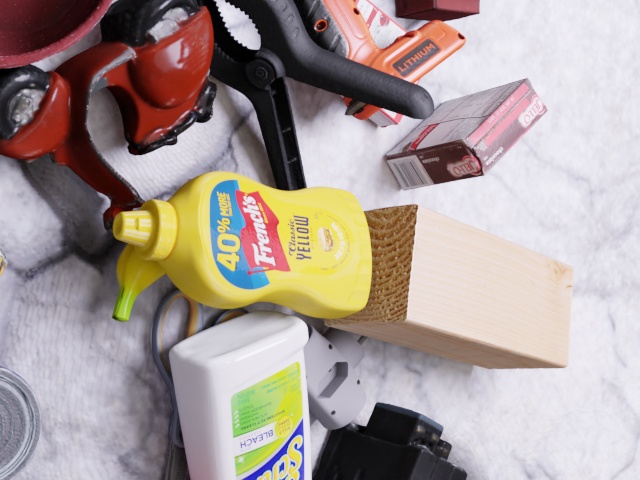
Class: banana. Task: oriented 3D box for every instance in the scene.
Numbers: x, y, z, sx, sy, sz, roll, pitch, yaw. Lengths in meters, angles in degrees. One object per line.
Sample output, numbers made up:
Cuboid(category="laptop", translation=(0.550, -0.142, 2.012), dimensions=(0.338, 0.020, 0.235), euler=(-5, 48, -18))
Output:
Cuboid(category="banana", translation=(-0.075, 0.009, 0.798), dimensions=(0.197, 0.037, 0.069), euler=(-11, 96, -35))

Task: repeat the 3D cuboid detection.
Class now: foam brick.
Cuboid(category="foam brick", translation=(0.098, -0.228, 0.903), dimensions=(0.051, 0.053, 0.078), euler=(-3, 93, -34))

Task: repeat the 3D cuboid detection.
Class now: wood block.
Cuboid(category="wood block", translation=(0.109, 0.044, 0.868), dimensions=(0.205, 0.090, 0.091), euler=(18, 72, -41))

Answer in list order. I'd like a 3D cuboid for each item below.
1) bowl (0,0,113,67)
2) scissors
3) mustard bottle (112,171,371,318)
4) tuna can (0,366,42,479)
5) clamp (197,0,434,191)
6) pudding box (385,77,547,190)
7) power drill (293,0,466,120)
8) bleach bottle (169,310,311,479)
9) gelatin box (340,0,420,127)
Cuboid(category="bowl", translation=(-0.199, -0.182, 0.678), dimensions=(0.162, 0.055, 0.162), euler=(0, 85, -2))
Cuboid(category="scissors", translation=(-0.087, 0.134, 0.804), dimensions=(0.096, 0.016, 0.202), euler=(-5, 94, -34))
Cuboid(category="mustard bottle", translation=(-0.055, 0.001, 0.751), dimensions=(0.191, 0.058, 0.096), euler=(8, 70, -34))
Cuboid(category="tuna can", translation=(-0.227, 0.121, 0.698), dimensions=(0.085, 0.034, 0.086), euler=(0, 91, -34))
Cuboid(category="clamp", translation=(-0.025, -0.130, 0.776), dimensions=(0.210, 0.165, 0.036), euler=(53, 41, -12))
Cuboid(category="pudding box", translation=(0.118, -0.086, 0.881), dimensions=(0.090, 0.114, 0.039), euler=(-43, 109, -26))
Cuboid(category="power drill", translation=(0.026, -0.203, 0.827), dimensions=(0.184, 0.057, 0.187), euler=(-40, 93, -20))
Cuboid(category="bleach bottle", translation=(-0.045, 0.186, 0.796), dimensions=(0.102, 0.068, 0.251), euler=(-21, 111, -37))
Cuboid(category="gelatin box", translation=(0.041, -0.147, 0.878), dimensions=(0.089, 0.030, 0.073), euler=(33, 73, -27))
